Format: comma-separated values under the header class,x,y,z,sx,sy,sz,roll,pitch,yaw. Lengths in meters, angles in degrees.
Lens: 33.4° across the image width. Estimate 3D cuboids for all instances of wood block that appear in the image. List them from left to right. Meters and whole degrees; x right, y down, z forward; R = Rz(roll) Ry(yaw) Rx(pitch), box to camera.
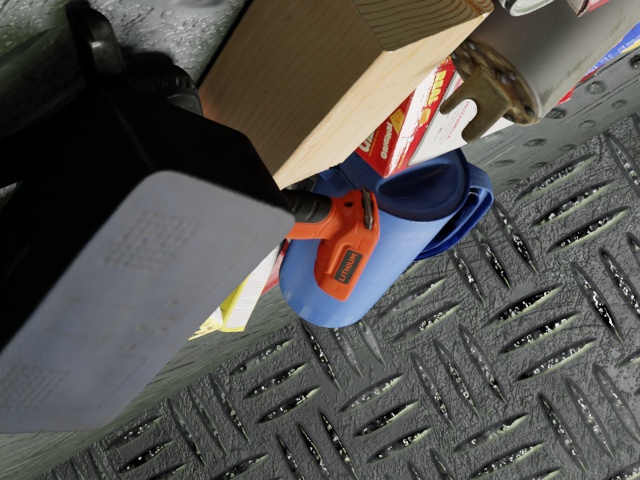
class,x,y,z,sx,sy,sz,roll,pitch,yaw
wood block,0.005,-0.117,0.682,0.090,0.091,0.206,-26,172,-31

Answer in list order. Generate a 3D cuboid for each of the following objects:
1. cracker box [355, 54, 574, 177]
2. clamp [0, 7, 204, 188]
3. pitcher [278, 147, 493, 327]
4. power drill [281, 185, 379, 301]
class,x,y,z,sx,sy,sz,roll,pitch,yaw
cracker box,0.122,-0.155,0.782,0.213,0.072,0.164,-25,148,-34
clamp,-0.142,-0.068,0.646,0.165,0.036,0.209,-35,170,17
pitcher,0.051,-0.011,1.063,0.144,0.149,0.243,-42,170,-36
power drill,-0.056,0.001,0.915,0.187,0.057,0.185,9,137,-16
